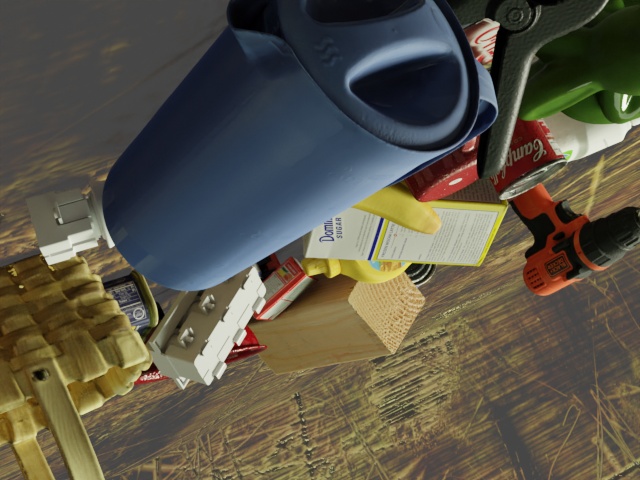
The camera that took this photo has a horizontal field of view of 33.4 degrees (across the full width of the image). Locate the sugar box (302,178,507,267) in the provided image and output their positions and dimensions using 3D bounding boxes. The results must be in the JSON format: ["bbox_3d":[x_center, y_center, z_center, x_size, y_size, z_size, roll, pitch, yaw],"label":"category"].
[{"bbox_3d":[0.076,-0.022,1.001,0.176,0.048,0.093,6,139,-8],"label":"sugar box"}]

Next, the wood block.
[{"bbox_3d":[0.008,0.085,1.247,0.207,0.090,0.090,-17,-150,47],"label":"wood block"}]

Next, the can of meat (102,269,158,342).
[{"bbox_3d":[-0.209,0.077,1.001,0.083,0.057,0.102,-18,165,-29],"label":"can of meat"}]

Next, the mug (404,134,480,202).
[{"bbox_3d":[0.103,-0.089,0.900,0.093,0.081,0.117,-22,168,-21],"label":"mug"}]

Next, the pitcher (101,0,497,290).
[{"bbox_3d":[-0.023,-0.058,0.638,0.243,0.149,0.144,-34,-169,46],"label":"pitcher"}]

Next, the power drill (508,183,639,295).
[{"bbox_3d":[0.259,-0.048,1.170,0.057,0.188,0.185,-16,166,-36],"label":"power drill"}]

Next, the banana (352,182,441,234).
[{"bbox_3d":[0.010,-0.035,0.919,0.197,0.069,0.037,-4,-175,-17],"label":"banana"}]

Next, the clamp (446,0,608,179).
[{"bbox_3d":[0.121,-0.139,0.670,0.210,0.036,0.164,-38,122,21],"label":"clamp"}]

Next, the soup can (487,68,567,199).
[{"bbox_3d":[0.167,-0.097,0.956,0.068,0.102,0.068,-26,168,-6],"label":"soup can"}]

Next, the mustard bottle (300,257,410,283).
[{"bbox_3d":[0.068,-0.008,1.141,0.191,0.096,0.058,-24,180,-15],"label":"mustard bottle"}]

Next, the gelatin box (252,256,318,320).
[{"bbox_3d":[-0.044,0.054,1.175,0.073,0.030,0.089,-41,171,3],"label":"gelatin box"}]
